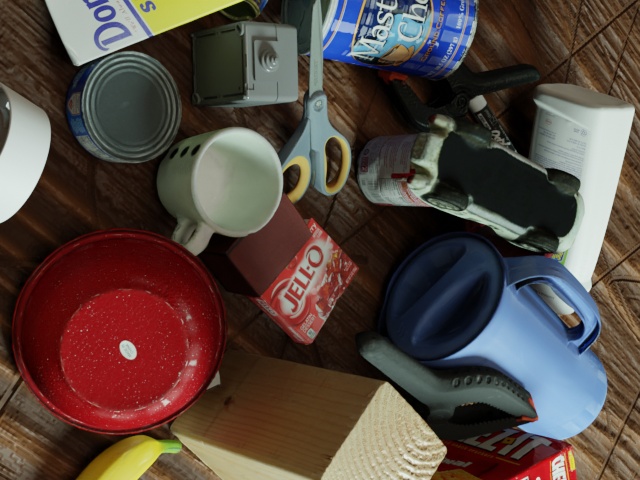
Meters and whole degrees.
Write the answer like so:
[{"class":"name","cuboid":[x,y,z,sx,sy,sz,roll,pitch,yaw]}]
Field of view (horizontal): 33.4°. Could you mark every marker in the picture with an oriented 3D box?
[{"class":"marker","cuboid":[0.185,-0.104,1.101,0.020,0.020,0.121,-51,120,-24]}]

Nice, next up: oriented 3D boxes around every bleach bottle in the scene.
[{"class":"bleach bottle","cuboid":[0.247,-0.028,1.098,0.067,0.103,0.251,-7,115,-35]}]

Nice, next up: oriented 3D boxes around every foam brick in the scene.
[{"class":"foam brick","cuboid":[-0.056,0.001,0.902,0.078,0.053,0.051,-50,119,-23]}]

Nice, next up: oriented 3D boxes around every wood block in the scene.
[{"class":"wood block","cuboid":[-0.015,0.156,0.843,0.090,0.207,0.090,49,64,-28]}]

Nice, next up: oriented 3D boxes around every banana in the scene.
[{"class":"banana","cuboid":[-0.179,0.225,0.828,0.069,0.037,0.197,46,66,-28]}]

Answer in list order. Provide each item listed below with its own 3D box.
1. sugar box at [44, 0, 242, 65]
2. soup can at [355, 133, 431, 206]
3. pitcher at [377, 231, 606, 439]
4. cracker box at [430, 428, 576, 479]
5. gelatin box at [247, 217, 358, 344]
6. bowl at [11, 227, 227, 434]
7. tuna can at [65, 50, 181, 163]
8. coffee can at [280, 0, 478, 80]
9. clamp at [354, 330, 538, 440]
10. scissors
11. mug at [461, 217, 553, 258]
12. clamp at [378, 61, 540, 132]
[{"class":"sugar box","cuboid":[-0.122,-0.206,0.800,0.176,0.048,0.093,-24,108,-7]},{"class":"soup can","cuboid":[0.089,-0.064,0.977,0.068,0.102,0.068,-2,93,-37]},{"class":"pitcher","cuboid":[0.187,0.100,1.031,0.242,0.149,0.145,37,83,-39]},{"class":"cracker box","cuboid":[0.100,0.228,0.962,0.213,0.164,0.072,-16,104,-36]},{"class":"gelatin box","cuboid":[-0.016,0.036,0.948,0.073,0.030,0.089,47,65,-29]},{"class":"bowl","cuboid":[-0.145,0.074,0.786,0.162,0.055,0.162,-2,100,-12]},{"class":"tuna can","cuboid":[-0.154,-0.103,0.833,0.085,0.034,0.086,-2,94,-37]},{"class":"coffee can","cuboid":[0.050,-0.200,0.924,0.140,0.103,0.103,6,88,-26]},{"class":"clamp","cuboid":[0.092,0.149,0.951,0.209,0.165,0.036,12,45,-23]},{"class":"scissors","cuboid":[-0.018,-0.101,0.896,0.096,0.016,0.201,-36,142,-16]},{"class":"mug","cuboid":[0.189,-0.029,1.040,0.093,0.117,0.081,35,39,-35]},{"class":"clamp","cuboid":[0.137,-0.144,1.037,0.171,0.039,0.120,27,87,-31]}]
